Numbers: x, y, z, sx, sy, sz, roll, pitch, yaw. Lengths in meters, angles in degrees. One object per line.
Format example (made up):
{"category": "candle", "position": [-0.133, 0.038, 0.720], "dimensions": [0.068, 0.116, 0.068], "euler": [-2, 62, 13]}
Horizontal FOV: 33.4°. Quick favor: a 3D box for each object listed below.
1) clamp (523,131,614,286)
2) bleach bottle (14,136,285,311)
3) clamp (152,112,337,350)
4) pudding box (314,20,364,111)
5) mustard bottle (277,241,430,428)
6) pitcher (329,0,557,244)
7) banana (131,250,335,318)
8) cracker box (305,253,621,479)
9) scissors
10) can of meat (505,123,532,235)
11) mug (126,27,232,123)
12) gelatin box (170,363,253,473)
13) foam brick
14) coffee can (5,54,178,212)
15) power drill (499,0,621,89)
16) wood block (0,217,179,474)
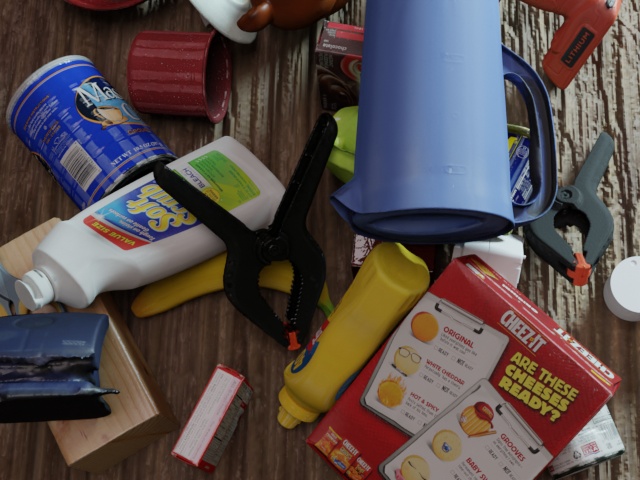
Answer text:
{"category": "clamp", "position": [0.211, -0.035, 0.976], "dimensions": [0.120, 0.039, 0.171], "euler": [-3, 48, 13]}
{"category": "bleach bottle", "position": [-0.151, -0.003, 0.946], "dimensions": [0.250, 0.068, 0.103], "euler": [-32, 69, -35]}
{"category": "clamp", "position": [-0.056, 0.001, 0.936], "dimensions": [0.164, 0.036, 0.210], "euler": [-10, 111, -16]}
{"category": "pudding box", "position": [0.044, -0.158, 1.007], "dimensions": [0.090, 0.113, 0.039], "euler": [12, 72, 8]}
{"category": "mustard bottle", "position": [0.019, 0.093, 0.934], "dimensions": [0.058, 0.096, 0.192], "euler": [35, 112, 0]}
{"category": "pitcher", "position": [0.102, -0.121, 0.882], "dimensions": [0.145, 0.149, 0.243], "euler": [-7, 76, 36]}
{"category": "banana", "position": [-0.079, 0.040, 0.999], "dimensions": [0.198, 0.037, 0.069], "euler": [2, 73, 5]}
{"category": "cracker box", "position": [0.116, 0.143, 0.891], "dimensions": [0.164, 0.072, 0.214], "euler": [42, 109, 15]}
{"category": "scissors", "position": [-0.273, 0.020, 0.937], "dimensions": [0.096, 0.016, 0.202], "euler": [-9, 74, 2]}
{"category": "can of meat", "position": [0.145, -0.059, 0.963], "dimensions": [0.102, 0.057, 0.084], "euler": [18, 72, 39]}
{"category": "mug", "position": [-0.135, -0.170, 1.047], "dimensions": [0.081, 0.093, 0.117], "euler": [4, 43, 11]}
{"category": "gelatin box", "position": [-0.094, 0.158, 0.946], "dimensions": [0.030, 0.073, 0.089], "euler": [24, 77, 11]}
{"category": "foam brick", "position": [0.069, 0.009, 0.987], "dimensions": [0.078, 0.053, 0.051], "euler": [5, 74, 6]}
{"category": "coffee can", "position": [-0.216, -0.092, 1.016], "dimensions": [0.102, 0.103, 0.140], "euler": [-41, 75, -8]}
{"category": "power drill", "position": [0.172, -0.222, 1.011], "dimensions": [0.187, 0.185, 0.057], "euler": [29, 44, -3]}
{"category": "wood block", "position": [-0.220, 0.095, 0.967], "dimensions": [0.090, 0.091, 0.206], "euler": [-30, 73, -4]}
